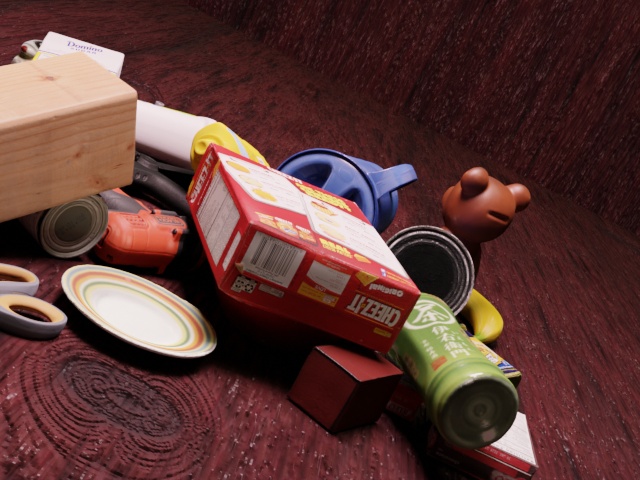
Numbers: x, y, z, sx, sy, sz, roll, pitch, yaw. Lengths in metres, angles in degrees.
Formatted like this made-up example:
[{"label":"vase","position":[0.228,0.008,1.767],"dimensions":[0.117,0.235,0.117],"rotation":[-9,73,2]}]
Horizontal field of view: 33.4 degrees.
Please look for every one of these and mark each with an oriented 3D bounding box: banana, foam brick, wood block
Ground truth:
[{"label":"banana","position":[0.179,0.078,1.344],"dimensions":[0.069,0.037,0.198],"rotation":[21,16,-27]},{"label":"foam brick","position":[0.022,0.119,0.884],"dimensions":[0.051,0.053,0.078],"rotation":[35,16,28]},{"label":"wood block","position":[-0.256,-0.076,0.840],"dimensions":[0.205,0.090,0.091],"rotation":[-21,44,-38]}]

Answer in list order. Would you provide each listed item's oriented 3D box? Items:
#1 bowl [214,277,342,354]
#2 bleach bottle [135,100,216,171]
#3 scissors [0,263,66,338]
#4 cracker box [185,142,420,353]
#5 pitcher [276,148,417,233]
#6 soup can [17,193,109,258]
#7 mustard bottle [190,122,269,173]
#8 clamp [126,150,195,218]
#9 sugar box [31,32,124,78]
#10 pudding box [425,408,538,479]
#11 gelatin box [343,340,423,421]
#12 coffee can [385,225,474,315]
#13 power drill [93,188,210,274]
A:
[{"label":"bowl","position":[-0.038,0.058,0.986],"dimensions":[0.162,0.055,0.162],"rotation":[26,14,-7]},{"label":"bleach bottle","position":[-0.255,-0.150,1.277],"dimensions":[0.250,0.068,0.103],"rotation":[17,-2,-24]},{"label":"scissors","position":[-0.251,0.045,0.728],"dimensions":[0.096,0.016,0.201],"rotation":[32,15,17]},{"label":"cracker box","position":[-0.024,0.002,0.948],"dimensions":[0.164,0.072,0.214],"rotation":[22,15,-22]},{"label":"pitcher","position":[0.035,-0.049,1.322],"dimensions":[0.149,0.145,0.242],"rotation":[22,9,11]},{"label":"soup can","position":[-0.238,-0.038,0.934],"dimensions":[0.068,0.068,0.102],"rotation":[11,22,-48]},{"label":"mustard bottle","position":[-0.105,-0.085,1.229],"dimensions":[0.191,0.058,0.096],"rotation":[35,33,-74]},{"label":"clamp","position":[-0.198,-0.077,1.206],"dimensions":[0.209,0.036,0.164],"rotation":[27,12,-18]},{"label":"sugar box","position":[-0.276,-0.171,1.176],"dimensions":[0.093,0.048,0.176],"rotation":[16,26,-9]},{"label":"pudding box","position":[0.140,0.172,0.945],"dimensions":[0.090,0.039,0.113],"rotation":[26,17,-1]},{"label":"gelatin box","position":[0.055,0.123,0.977],"dimensions":[0.073,0.030,0.089],"rotation":[27,14,-7]},{"label":"coffee can","position":[0.107,0.041,1.140],"dimensions":[0.103,0.103,0.140],"rotation":[28,-2,4]},{"label":"power drill","position":[-0.180,-0.033,1.043],"dimensions":[0.188,0.057,0.184],"rotation":[37,16,33]}]
